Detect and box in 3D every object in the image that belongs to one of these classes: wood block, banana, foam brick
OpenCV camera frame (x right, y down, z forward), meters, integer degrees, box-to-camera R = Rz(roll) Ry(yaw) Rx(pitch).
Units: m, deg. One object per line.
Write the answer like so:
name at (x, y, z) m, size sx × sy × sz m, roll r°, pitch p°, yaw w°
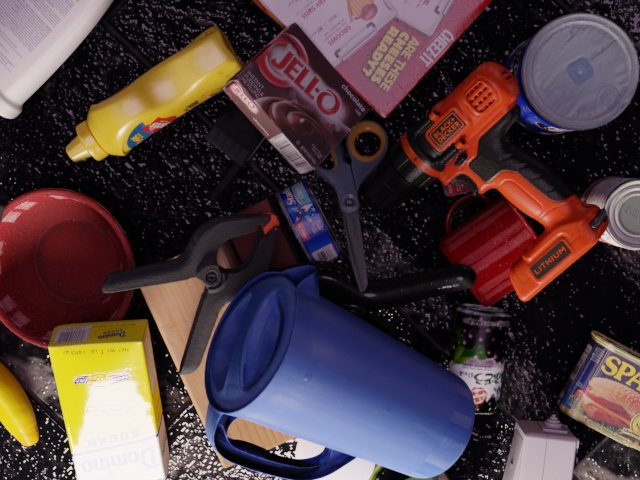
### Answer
wood block at (-0.095, 0.106, 1.061) m, size 0.091 × 0.090 × 0.206 m, roll -24°, pitch 93°, yaw 2°
banana at (-0.366, 0.137, 1.102) m, size 0.198 × 0.037 × 0.070 m, roll 31°, pitch 112°, yaw 1°
foam brick at (-0.057, 0.001, 1.070) m, size 0.051 × 0.053 × 0.078 m, roll -25°, pitch 93°, yaw 3°

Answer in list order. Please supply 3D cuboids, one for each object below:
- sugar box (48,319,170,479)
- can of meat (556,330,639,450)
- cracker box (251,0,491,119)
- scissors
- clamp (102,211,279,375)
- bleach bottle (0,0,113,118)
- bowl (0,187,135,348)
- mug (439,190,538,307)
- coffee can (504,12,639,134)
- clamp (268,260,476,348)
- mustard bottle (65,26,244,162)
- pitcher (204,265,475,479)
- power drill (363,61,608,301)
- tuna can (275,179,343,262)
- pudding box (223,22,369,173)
sugar box at (-0.207, 0.164, 1.058) m, size 0.093 × 0.048 × 0.176 m, roll -3°, pitch 117°, yaw 2°
can of meat at (0.299, 0.151, 1.066) m, size 0.102 × 0.057 × 0.084 m, roll 28°, pitch 97°, yaw 1°
cracker box at (0.038, -0.248, 1.040) m, size 0.213 × 0.072 × 0.164 m, roll 42°, pitch 95°, yaw -2°
scissors at (0.043, -0.046, 1.033) m, size 0.096 × 0.016 × 0.202 m, roll -19°, pitch 60°, yaw -12°
clamp at (-0.102, 0.042, 0.992) m, size 0.171 × 0.039 × 0.120 m, roll -32°, pitch 110°, yaw -3°
bleach bottle at (-0.252, -0.241, 1.057) m, size 0.251 × 0.068 × 0.102 m, roll -42°, pitch 92°, yaw 2°
bowl at (-0.256, 0.025, 1.072) m, size 0.162 × 0.055 × 0.162 m, roll 1°, pitch 98°, yaw 9°
mug at (0.165, 0.003, 1.049) m, size 0.081 × 0.093 × 0.117 m, roll -36°, pitch 59°, yaw 6°
coffee can at (0.230, -0.153, 1.004) m, size 0.103 × 0.140 × 0.103 m, roll 0°, pitch 94°, yaw 2°
clamp at (0.035, 0.073, 1.041) m, size 0.210 × 0.036 × 0.165 m, roll 7°, pitch 133°, yaw 2°
mustard bottle at (-0.165, -0.135, 1.042) m, size 0.191 × 0.096 × 0.058 m, roll -32°, pitch 93°, yaw 4°
pitcher at (0.018, 0.142, 0.983) m, size 0.242 × 0.145 × 0.149 m, roll 29°, pitch 138°, yaw -30°
power drill at (0.148, -0.038, 0.960) m, size 0.187 × 0.057 × 0.185 m, roll 47°, pitch 123°, yaw 3°
tuna can at (-0.010, -0.016, 1.051) m, size 0.034 × 0.086 × 0.086 m, roll -27°, pitch 93°, yaw 2°
pudding box at (-0.022, -0.132, 1.001) m, size 0.113 × 0.039 × 0.090 m, roll 49°, pitch 64°, yaw -15°
